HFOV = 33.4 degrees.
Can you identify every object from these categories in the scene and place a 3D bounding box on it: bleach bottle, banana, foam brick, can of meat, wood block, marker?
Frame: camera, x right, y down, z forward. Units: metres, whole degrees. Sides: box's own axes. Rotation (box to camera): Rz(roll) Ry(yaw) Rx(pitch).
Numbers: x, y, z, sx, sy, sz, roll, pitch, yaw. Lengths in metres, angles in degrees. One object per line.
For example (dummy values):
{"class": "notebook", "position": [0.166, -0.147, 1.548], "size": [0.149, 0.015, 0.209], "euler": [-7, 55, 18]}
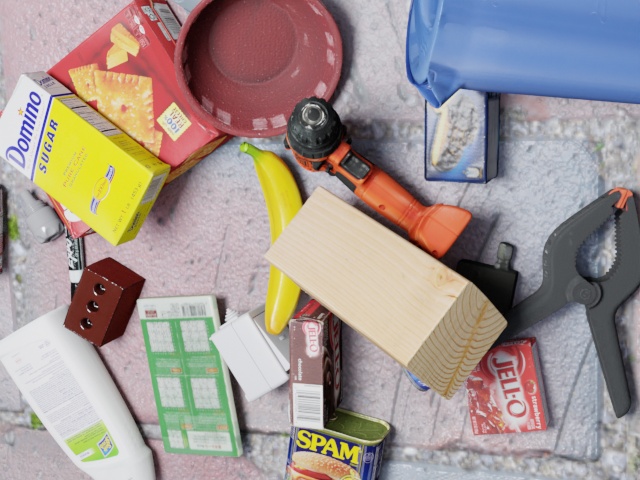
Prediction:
{"class": "bleach bottle", "position": [-0.265, 0.203, 1.202], "size": [0.103, 0.068, 0.251], "euler": [-29, 91, 23]}
{"class": "banana", "position": [-0.043, -0.007, 1.078], "size": [0.037, 0.069, 0.198], "euler": [4, 106, 52]}
{"class": "foam brick", "position": [-0.237, 0.067, 1.171], "size": [0.053, 0.051, 0.078], "euler": [28, 108, 13]}
{"class": "can of meat", "position": [0.015, 0.223, 1.104], "size": [0.102, 0.057, 0.084], "euler": [13, 107, 18]}
{"class": "wood block", "position": [0.056, 0.044, 0.978], "size": [0.091, 0.090, 0.206], "euler": [-52, 48, -4]}
{"class": "marker", "position": [-0.274, 0.014, 1.193], "size": [0.020, 0.020, 0.121], "euler": [1, 100, 20]}

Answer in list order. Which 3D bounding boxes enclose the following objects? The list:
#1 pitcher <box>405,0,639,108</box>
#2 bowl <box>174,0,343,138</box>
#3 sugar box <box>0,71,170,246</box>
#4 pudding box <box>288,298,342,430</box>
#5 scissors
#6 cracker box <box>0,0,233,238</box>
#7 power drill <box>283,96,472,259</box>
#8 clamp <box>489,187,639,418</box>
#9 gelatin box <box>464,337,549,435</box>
{"class": "pitcher", "position": [0.198, -0.189, 0.886], "size": [0.242, 0.145, 0.149], "euler": [7, 127, -7]}
{"class": "bowl", "position": [-0.062, -0.183, 1.035], "size": [0.162, 0.055, 0.162], "euler": [-5, 120, -8]}
{"class": "sugar box", "position": [-0.243, -0.083, 1.072], "size": [0.176, 0.048, 0.093], "euler": [35, 112, 9]}
{"class": "pudding box", "position": [-0.003, 0.122, 1.071], "size": [0.039, 0.090, 0.113], "euler": [4, 102, 14]}
{"class": "scissors", "position": [-0.140, -0.226, 1.066], "size": [0.201, 0.016, 0.096], "euler": [18, 118, -4]}
{"class": "cracker box", "position": [-0.212, -0.125, 1.115], "size": [0.214, 0.072, 0.164], "euler": [-33, 87, 23]}
{"class": "power drill", "position": [0.049, -0.058, 0.982], "size": [0.187, 0.184, 0.057], "euler": [39, 88, 3]}
{"class": "clamp", "position": [0.249, 0.055, 0.986], "size": [0.164, 0.036, 0.210], "euler": [27, 99, -2]}
{"class": "gelatin box", "position": [0.179, 0.142, 1.040], "size": [0.073, 0.030, 0.089], "euler": [-9, 97, 21]}
